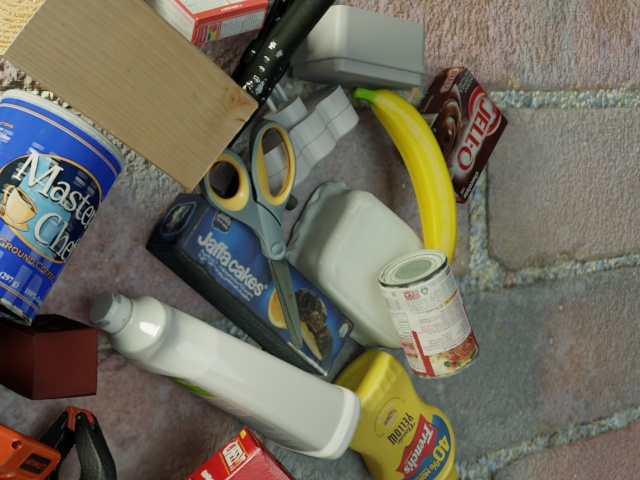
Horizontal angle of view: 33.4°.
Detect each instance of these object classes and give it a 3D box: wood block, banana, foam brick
[{"bbox_3d":[-0.152,-0.133,0.786,0.091,0.090,0.205,-52,141,0],"label":"wood block"},{"bbox_3d":[0.091,-0.066,1.018,0.069,0.037,0.198,-32,101,-27],"label":"banana"},{"bbox_3d":[-0.210,0.087,0.812,0.052,0.078,0.051,0,96,-39],"label":"foam brick"}]

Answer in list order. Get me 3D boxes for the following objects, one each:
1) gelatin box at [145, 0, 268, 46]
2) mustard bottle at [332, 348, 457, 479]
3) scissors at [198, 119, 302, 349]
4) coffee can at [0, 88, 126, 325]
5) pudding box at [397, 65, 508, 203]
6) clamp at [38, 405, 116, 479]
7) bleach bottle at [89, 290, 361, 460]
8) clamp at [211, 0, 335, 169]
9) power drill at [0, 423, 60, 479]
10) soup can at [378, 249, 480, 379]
[{"bbox_3d":[-0.099,-0.199,0.872,0.073,0.089,0.030,-23,146,-36],"label":"gelatin box"},{"bbox_3d":[0.083,0.200,1.071,0.096,0.058,0.191,-51,123,-16],"label":"mustard bottle"},{"bbox_3d":[-0.056,0.001,0.888,0.096,0.016,0.202,-6,104,-29],"label":"scissors"},{"bbox_3d":[-0.221,-0.023,0.777,0.102,0.103,0.140,39,70,-34],"label":"coffee can"},{"bbox_3d":[0.137,-0.108,1.099,0.090,0.039,0.113,44,68,-33],"label":"pudding box"},{"bbox_3d":[-0.192,0.218,0.824,0.039,0.120,0.171,50,54,-75],"label":"clamp"},{"bbox_3d":[-0.083,0.109,0.900,0.250,0.103,0.068,35,68,-37],"label":"bleach bottle"},{"bbox_3d":[-0.046,-0.158,0.912,0.036,0.164,0.210,32,97,-16],"label":"clamp"},{"bbox_3d":[-0.262,0.215,0.739,0.184,0.057,0.187,79,36,-73],"label":"power drill"},{"bbox_3d":[0.100,0.068,0.987,0.068,0.069,0.102,-35,114,-32],"label":"soup can"}]
